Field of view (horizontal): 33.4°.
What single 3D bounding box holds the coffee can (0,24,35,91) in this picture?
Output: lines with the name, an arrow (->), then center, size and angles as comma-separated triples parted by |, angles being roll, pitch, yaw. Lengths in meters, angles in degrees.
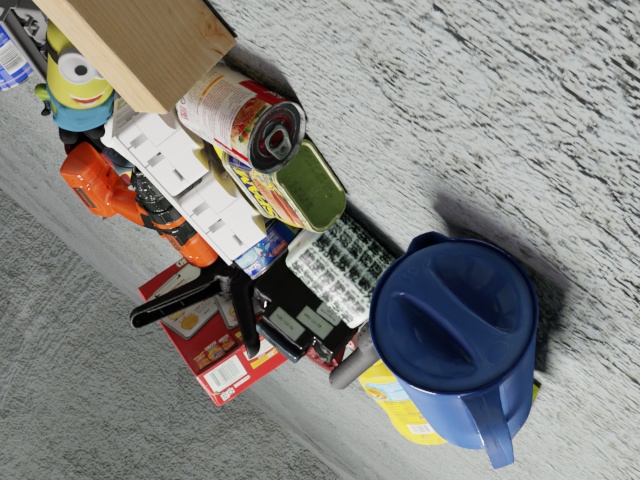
coffee can -> -0.418, -0.268, 1.318 | 0.103, 0.102, 0.140 | 31, 163, 37

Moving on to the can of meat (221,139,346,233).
can of meat -> -0.032, -0.059, 1.012 | 0.084, 0.057, 0.102 | 21, 155, 49

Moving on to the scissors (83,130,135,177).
scissors -> -0.245, -0.119, 1.347 | 0.016, 0.096, 0.201 | 52, 167, 39

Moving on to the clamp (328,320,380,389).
clamp -> 0.081, 0.105, 1.162 | 0.039, 0.120, 0.172 | 56, 151, 16

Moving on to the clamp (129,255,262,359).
clamp -> -0.122, 0.051, 1.277 | 0.165, 0.209, 0.036 | 8, 132, 14

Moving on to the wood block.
wood block -> -0.180, -0.211, 0.881 | 0.206, 0.090, 0.090 | 48, 165, -24

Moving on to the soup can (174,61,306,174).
soup can -> -0.072, -0.110, 0.939 | 0.102, 0.068, 0.068 | 33, 163, 33

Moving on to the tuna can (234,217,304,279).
tuna can -> -0.058, 0.001, 1.194 | 0.033, 0.086, 0.086 | 46, 166, -8

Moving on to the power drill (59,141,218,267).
power drill -> -0.218, -0.052, 1.250 | 0.188, 0.057, 0.184 | 26, 158, 33

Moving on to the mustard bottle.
mustard bottle -> 0.102, 0.177, 1.321 | 0.096, 0.058, 0.191 | -9, 133, 38

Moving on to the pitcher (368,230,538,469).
pitcher -> 0.130, 0.113, 0.931 | 0.145, 0.149, 0.242 | 22, 162, 22

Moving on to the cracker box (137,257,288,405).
cracker box -> -0.114, 0.087, 1.342 | 0.214, 0.164, 0.072 | 45, 166, 50
